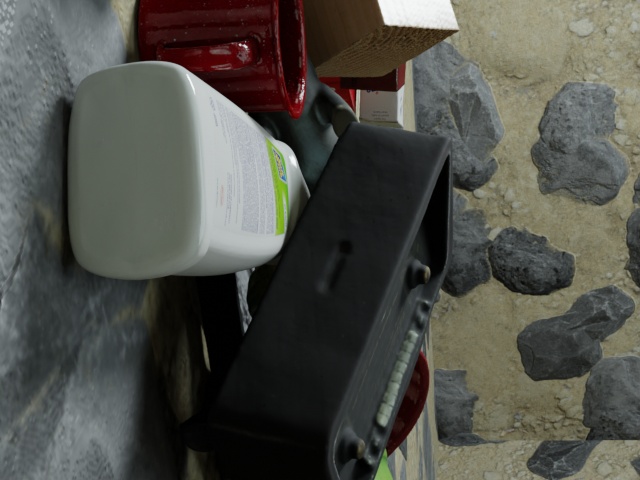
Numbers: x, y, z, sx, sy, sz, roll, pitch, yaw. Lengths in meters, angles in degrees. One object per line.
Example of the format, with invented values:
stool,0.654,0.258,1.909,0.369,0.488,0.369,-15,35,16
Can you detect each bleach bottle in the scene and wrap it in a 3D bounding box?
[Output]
bleach bottle,-0.052,-0.020,0.593,0.250,0.068,0.102,24,63,-74

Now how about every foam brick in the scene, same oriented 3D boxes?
foam brick,0.047,-0.172,0.931,0.051,0.053,0.078,-53,146,-69

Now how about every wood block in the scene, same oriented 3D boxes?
wood block,0.016,-0.235,0.803,0.090,0.090,0.206,-9,79,-44

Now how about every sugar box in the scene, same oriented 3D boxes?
sugar box,0.063,-0.202,1.058,0.093,0.048,0.176,-19,114,-82

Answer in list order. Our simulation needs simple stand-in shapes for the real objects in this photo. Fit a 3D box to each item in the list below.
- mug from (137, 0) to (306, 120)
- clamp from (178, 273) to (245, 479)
mug,-0.057,-0.110,0.607,0.117,0.081,0.093,-69,155,-68
clamp,-0.058,0.094,0.701,0.210,0.036,0.164,78,8,-57
